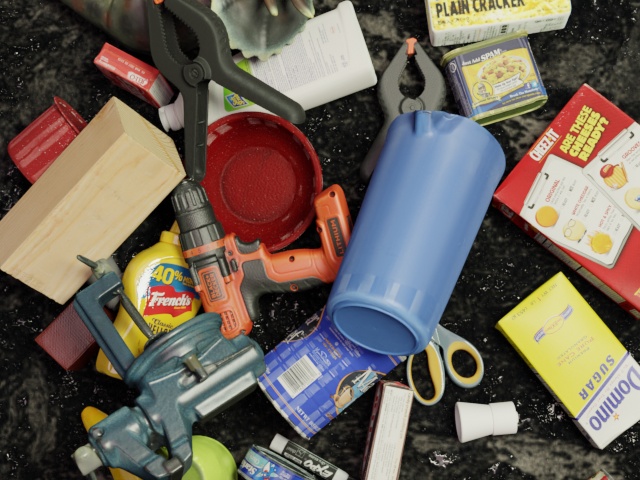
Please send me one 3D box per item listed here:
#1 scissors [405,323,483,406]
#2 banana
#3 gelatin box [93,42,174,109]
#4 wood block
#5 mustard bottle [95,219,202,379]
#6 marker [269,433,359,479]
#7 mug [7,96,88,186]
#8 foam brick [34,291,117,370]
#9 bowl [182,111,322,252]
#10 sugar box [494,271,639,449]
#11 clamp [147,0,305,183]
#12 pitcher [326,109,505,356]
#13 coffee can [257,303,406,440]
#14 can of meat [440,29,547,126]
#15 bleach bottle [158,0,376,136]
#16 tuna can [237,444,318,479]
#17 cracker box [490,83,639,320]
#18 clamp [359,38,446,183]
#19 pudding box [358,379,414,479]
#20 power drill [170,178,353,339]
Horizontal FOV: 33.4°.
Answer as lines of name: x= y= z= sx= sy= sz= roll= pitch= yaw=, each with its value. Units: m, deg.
scissors: x=0.134 y=0.085 z=1.204 sx=0.096 sy=0.016 sz=0.202 roll=0 pitch=82 yaw=3
banana: x=-0.222 y=0.280 z=1.194 sx=0.069 sy=0.037 sz=0.198 roll=-11 pitch=82 yaw=2
gelatin box: x=-0.214 y=-0.187 z=1.231 sx=0.073 sy=0.089 sz=0.030 roll=29 pitch=85 yaw=7
wood block: x=-0.255 y=-0.042 z=1.175 sx=0.206 sy=0.091 sz=0.090 roll=-45 pitch=125 yaw=13
mustard bottle: x=-0.180 y=0.067 z=1.198 sx=0.096 sy=0.058 sz=0.191 roll=20 pitch=81 yaw=-32
marker: x=0.000 y=0.253 z=1.190 sx=0.121 sy=0.020 sz=0.020 roll=28 pitch=85 yaw=7
mug: x=-0.296 y=-0.095 z=1.230 sx=0.081 sy=0.093 sz=0.117 roll=-40 pitch=99 yaw=3
foam brick: x=-0.273 y=0.104 z=1.215 sx=0.053 sy=0.051 sz=0.078 roll=44 pitch=88 yaw=8
bowl: x=-0.075 y=-0.064 z=1.215 sx=0.162 sy=0.055 sz=0.162 roll=0 pitch=91 yaw=6
sugar box: x=0.283 y=0.131 z=1.171 sx=0.093 sy=0.048 sz=0.176 roll=-39 pitch=80 yaw=-2
clamp: x=-0.129 y=-0.172 z=1.142 sx=0.165 sy=0.036 sz=0.210 roll=-34 pitch=91 yaw=31
pitcher: x=0.099 y=-0.001 z=1.104 sx=0.149 sy=0.145 sz=0.242 roll=32 pitch=59 yaw=-13
coffee can: x=0.008 y=0.133 z=1.163 sx=0.140 sy=0.103 sz=0.103 roll=-40 pitch=81 yaw=-2
can of meat: x=0.198 y=-0.182 z=1.212 sx=0.102 sy=0.057 sz=0.084 roll=-17 pitch=83 yaw=-4
bleach bottle: x=-0.067 y=-0.187 z=1.235 sx=0.251 sy=0.068 sz=0.102 roll=-18 pitch=73 yaw=5
tuna can: x=-0.045 y=0.256 z=1.159 sx=0.086 sy=0.086 sz=0.034 roll=28 pitch=83 yaw=7
cracker box: x=0.322 y=-0.041 z=1.179 sx=0.214 sy=0.072 sz=0.164 roll=39 pitch=86 yaw=9
clamp: x=0.096 y=-0.143 z=1.227 sx=0.120 sy=0.039 sz=0.171 roll=-9 pitch=83 yaw=-4
pudding box: x=0.071 y=0.209 z=1.154 sx=0.039 sy=0.090 sz=0.113 roll=10 pitch=85 yaw=1
power drill: x=-0.058 y=0.001 z=1.157 sx=0.188 sy=0.057 sz=0.184 roll=-17 pitch=95 yaw=10
